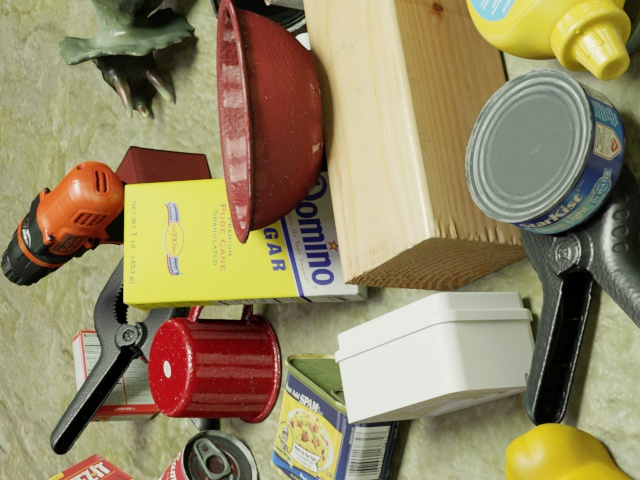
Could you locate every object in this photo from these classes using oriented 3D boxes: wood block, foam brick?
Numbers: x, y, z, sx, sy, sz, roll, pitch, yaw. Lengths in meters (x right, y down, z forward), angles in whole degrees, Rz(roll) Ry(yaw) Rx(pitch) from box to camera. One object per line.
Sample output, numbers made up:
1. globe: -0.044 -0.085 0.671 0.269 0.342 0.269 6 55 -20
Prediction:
1. wood block: 0.060 -0.080 0.678 0.090 0.090 0.206 -32 59 50
2. foam brick: -0.147 -0.050 0.997 0.053 0.078 0.051 -51 47 43

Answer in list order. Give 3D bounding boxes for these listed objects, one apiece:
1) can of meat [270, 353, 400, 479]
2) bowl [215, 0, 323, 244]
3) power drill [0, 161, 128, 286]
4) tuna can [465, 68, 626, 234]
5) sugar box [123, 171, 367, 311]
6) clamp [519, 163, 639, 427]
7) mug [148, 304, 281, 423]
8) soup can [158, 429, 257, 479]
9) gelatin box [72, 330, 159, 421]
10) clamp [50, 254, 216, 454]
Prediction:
1. can of meat: 0.010 0.137 0.755 0.102 0.057 0.084 29 112 55
2. bowl: -0.033 -0.080 0.707 0.162 0.055 0.162 176 90 -80
3. power drill: -0.163 -0.002 0.915 0.185 0.187 0.057 -34 60 48
4. tuna can: 0.121 -0.047 0.577 0.086 0.033 0.086 -24 58 46
5. sugar box: -0.055 0.001 0.786 0.176 0.048 0.093 -4 80 13
6. clamp: 0.141 0.019 0.590 0.120 0.039 0.171 -39 48 39
7. mug: -0.088 0.095 0.884 0.093 0.081 0.117 29 110 54
8. soup can: -0.106 0.216 0.907 0.102 0.068 0.068 -53 45 40
9. gelatin box: -0.204 0.134 1.059 0.030 0.073 0.089 -43 52 47
10. clamp: -0.182 0.102 1.009 0.165 0.036 0.210 -15 61 13
